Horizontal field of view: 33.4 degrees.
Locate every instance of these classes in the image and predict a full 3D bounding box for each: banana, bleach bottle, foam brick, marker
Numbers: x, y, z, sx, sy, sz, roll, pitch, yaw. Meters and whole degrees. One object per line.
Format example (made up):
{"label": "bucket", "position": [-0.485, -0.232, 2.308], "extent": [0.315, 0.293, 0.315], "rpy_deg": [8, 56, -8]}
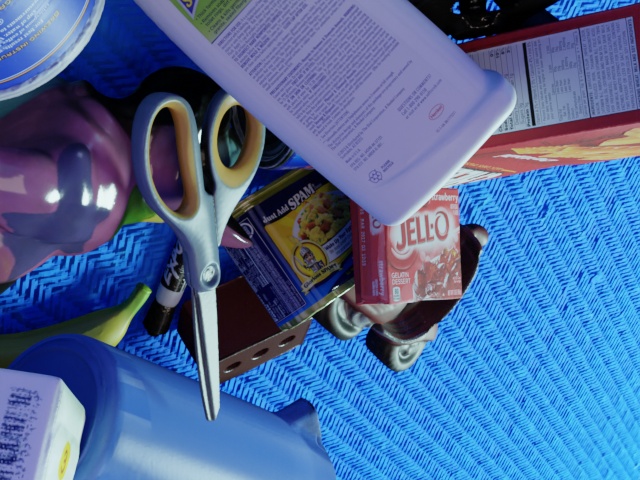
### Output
{"label": "banana", "position": [-0.201, 0.064, 0.661], "extent": [0.197, 0.037, 0.070], "rpy_deg": [-7, 113, -37]}
{"label": "bleach bottle", "position": [-0.024, -0.123, 0.529], "extent": [0.250, 0.068, 0.102], "rpy_deg": [42, 97, -14]}
{"label": "foam brick", "position": [-0.054, 0.059, 0.750], "extent": [0.078, 0.051, 0.053], "rpy_deg": [-25, 161, -20]}
{"label": "marker", "position": [-0.093, 0.015, 0.716], "extent": [0.020, 0.020, 0.121], "rpy_deg": [2, 123, -41]}

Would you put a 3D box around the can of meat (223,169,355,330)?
{"label": "can of meat", "position": [-0.009, -0.001, 0.696], "extent": [0.101, 0.084, 0.058], "rpy_deg": [-34, 178, -35]}

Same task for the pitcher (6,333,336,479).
{"label": "pitcher", "position": [-0.106, 0.157, 0.694], "extent": [0.145, 0.149, 0.242], "rpy_deg": [-17, 149, 24]}

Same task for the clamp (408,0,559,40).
{"label": "clamp", "position": [0.095, -0.133, 0.604], "extent": [0.164, 0.036, 0.210], "rpy_deg": [-7, 173, -11]}

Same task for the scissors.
{"label": "scissors", "position": [-0.054, 0.001, 0.591], "extent": [0.096, 0.016, 0.202], "rpy_deg": [-41, 134, -33]}

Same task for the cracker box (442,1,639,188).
{"label": "cracker box", "position": [0.137, -0.080, 0.651], "extent": [0.164, 0.214, 0.072], "rpy_deg": [0, 82, -61]}

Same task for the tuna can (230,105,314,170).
{"label": "tuna can", "position": [-0.021, -0.084, 0.635], "extent": [0.033, 0.086, 0.086], "rpy_deg": [-6, 128, -35]}

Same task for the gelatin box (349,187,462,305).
{"label": "gelatin box", "position": [0.056, 0.003, 0.678], "extent": [0.089, 0.030, 0.073], "rpy_deg": [0, 88, -52]}
